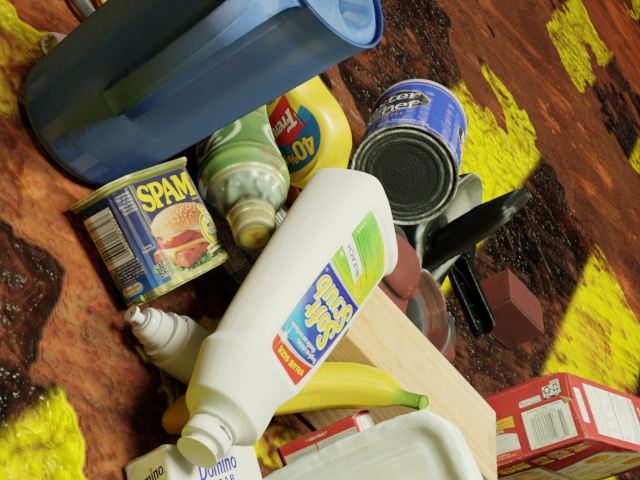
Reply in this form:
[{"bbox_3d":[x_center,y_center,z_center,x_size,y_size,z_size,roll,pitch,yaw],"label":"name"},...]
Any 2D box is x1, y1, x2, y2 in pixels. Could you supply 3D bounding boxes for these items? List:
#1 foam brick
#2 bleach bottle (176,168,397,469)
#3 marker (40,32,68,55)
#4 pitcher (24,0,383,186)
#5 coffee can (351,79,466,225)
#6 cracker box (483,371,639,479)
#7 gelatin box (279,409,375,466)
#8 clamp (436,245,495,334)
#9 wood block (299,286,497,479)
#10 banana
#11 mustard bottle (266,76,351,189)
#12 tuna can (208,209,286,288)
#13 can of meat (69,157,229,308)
[{"bbox_3d":[0.221,0.081,1.260,0.078,0.053,0.051,43,33,-33],"label":"foam brick"},{"bbox_3d":[-0.023,0.059,0.741,0.250,0.068,0.102,-57,145,-42],"label":"bleach bottle"},{"bbox_3d":[-0.173,-0.150,0.848,0.120,0.020,0.020,-8,72,-61],"label":"marker"},{"bbox_3d":[-0.091,-0.130,0.726,0.149,0.243,0.145,21,48,-51],"label":"pitcher"},{"bbox_3d":[0.090,-0.090,1.058,0.102,0.103,0.140,53,24,-15],"label":"coffee can"},{"bbox_3d":[0.218,0.195,1.033,0.213,0.164,0.072,22,49,-50],"label":"cracker box"},{"bbox_3d":[0.019,0.183,0.807,0.030,0.073,0.089,-5,69,-61],"label":"gelatin box"},{"bbox_3d":[0.145,0.016,1.210,0.120,0.039,0.171,31,40,-47],"label":"clamp"},{"bbox_3d":[0.054,0.130,0.896,0.206,0.091,0.090,46,30,-25],"label":"wood block"},{"bbox_3d":[-0.024,0.112,0.774,0.197,0.070,0.037,-3,92,-21],"label":"banana"},{"bbox_3d":[-0.024,-0.109,0.976,0.058,0.096,0.191,-33,95,-46],"label":"mustard bottle"},{"bbox_3d":[-0.056,0.001,0.890,0.086,0.034,0.086,39,35,-35],"label":"tuna can"},{"bbox_3d":[-0.119,-0.005,0.768,0.084,0.058,0.102,63,27,-2],"label":"can of meat"}]
